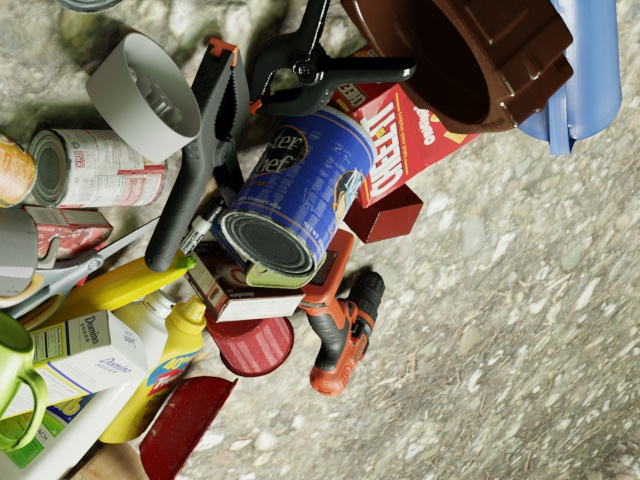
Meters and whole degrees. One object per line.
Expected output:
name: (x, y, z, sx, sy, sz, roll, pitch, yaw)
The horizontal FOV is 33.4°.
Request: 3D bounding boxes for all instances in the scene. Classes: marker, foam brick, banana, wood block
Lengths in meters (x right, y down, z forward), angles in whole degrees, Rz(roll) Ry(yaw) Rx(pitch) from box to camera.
marker: (-0.137, 0.002, 1.106, 0.121, 0.020, 0.020, -51, 148, 15)
foam brick: (0.072, -0.035, 1.257, 0.078, 0.053, 0.051, -11, 138, -39)
banana: (-0.208, 0.049, 1.045, 0.198, 0.037, 0.069, -25, 175, 7)
wood block: (-0.250, 0.298, 1.197, 0.091, 0.090, 0.206, -41, 180, 1)

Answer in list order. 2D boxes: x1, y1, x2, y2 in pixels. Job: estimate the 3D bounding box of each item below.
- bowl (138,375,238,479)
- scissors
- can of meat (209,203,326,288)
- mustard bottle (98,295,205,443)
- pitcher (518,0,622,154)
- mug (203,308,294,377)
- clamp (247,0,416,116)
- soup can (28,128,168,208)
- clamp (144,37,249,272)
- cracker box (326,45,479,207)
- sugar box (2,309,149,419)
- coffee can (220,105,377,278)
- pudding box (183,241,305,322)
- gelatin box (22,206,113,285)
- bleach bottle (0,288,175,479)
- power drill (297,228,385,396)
bowl: (-0.159, 0.211, 1.216, 0.162, 0.055, 0.162, -56, -178, 2)
scissors: (-0.224, 0.016, 0.971, 0.202, 0.016, 0.096, -40, 150, 0)
can of meat: (-0.058, 0.001, 1.130, 0.101, 0.084, 0.057, 6, 126, -51)
mustard bottle: (-0.182, 0.137, 1.187, 0.192, 0.058, 0.096, -55, 159, 20)
pitcher: (0.258, -0.219, 1.150, 0.145, 0.149, 0.243, -36, 145, -10)
mug: (-0.079, 0.088, 1.224, 0.117, 0.093, 0.081, -63, 152, -26)
clamp: (-0.010, -0.171, 0.963, 0.172, 0.120, 0.039, -20, -161, 33)
soup can: (-0.192, -0.062, 0.920, 0.102, 0.069, 0.069, -4, 133, -44)
clamp: (-0.106, -0.078, 0.977, 0.164, 0.036, 0.210, -47, 152, -50)
cracker box: (0.107, -0.151, 1.132, 0.213, 0.072, 0.164, -33, 148, -12)
sugar box: (-0.265, 0.123, 1.031, 0.176, 0.048, 0.093, -19, 151, 7)
coffee can: (-0.019, -0.049, 1.039, 0.140, 0.103, 0.103, -61, 157, -26)
pudding box: (-0.085, 0.042, 1.146, 0.113, 0.090, 0.039, -4, 133, -45)
gelatin box: (-0.245, 0.007, 0.985, 0.089, 0.030, 0.073, 4, 128, -49)
bleach bottle: (-0.246, 0.147, 1.110, 0.251, 0.103, 0.068, -50, 151, 3)
power drill: (0.025, 0.070, 1.290, 0.187, 0.057, 0.184, 70, 35, -47)
